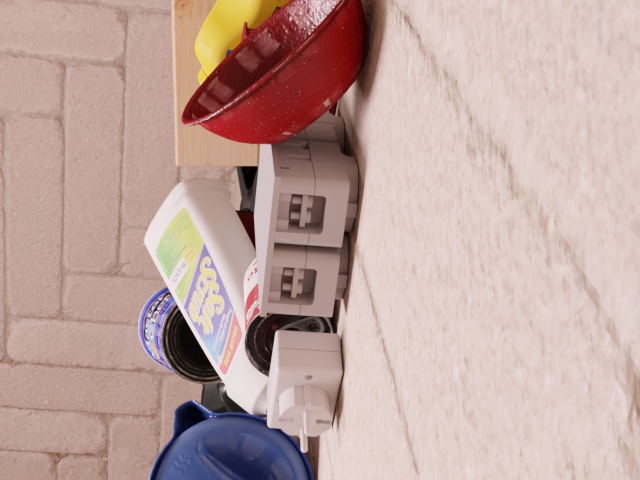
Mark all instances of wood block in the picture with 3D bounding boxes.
[{"bbox_3d":[-0.107,-0.187,1.103,0.090,0.090,0.206,-98,9,-55],"label":"wood block"}]

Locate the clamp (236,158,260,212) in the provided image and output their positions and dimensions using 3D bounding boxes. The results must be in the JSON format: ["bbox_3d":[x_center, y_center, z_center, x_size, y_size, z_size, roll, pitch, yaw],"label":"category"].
[{"bbox_3d":[-0.072,-0.041,1.193,0.165,0.036,0.210,139,141,-63],"label":"clamp"}]

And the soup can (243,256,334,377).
[{"bbox_3d":[-0.027,0.055,0.841,0.102,0.068,0.068,-100,15,-65],"label":"soup can"}]

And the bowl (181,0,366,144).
[{"bbox_3d":[-0.021,-0.119,0.756,0.162,0.055,0.162,-36,20,15],"label":"bowl"}]

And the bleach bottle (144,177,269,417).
[{"bbox_3d":[-0.078,0.063,0.994,0.103,0.067,0.251,-52,55,30],"label":"bleach bottle"}]

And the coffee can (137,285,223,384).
[{"bbox_3d":[-0.142,0.102,1.198,0.140,0.102,0.103,-179,93,-71],"label":"coffee can"}]

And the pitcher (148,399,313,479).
[{"bbox_3d":[-0.073,0.229,0.947,0.243,0.145,0.149,112,174,-80],"label":"pitcher"}]

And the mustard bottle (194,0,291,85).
[{"bbox_3d":[-0.064,-0.199,0.979,0.058,0.096,0.192,48,127,16],"label":"mustard bottle"}]
